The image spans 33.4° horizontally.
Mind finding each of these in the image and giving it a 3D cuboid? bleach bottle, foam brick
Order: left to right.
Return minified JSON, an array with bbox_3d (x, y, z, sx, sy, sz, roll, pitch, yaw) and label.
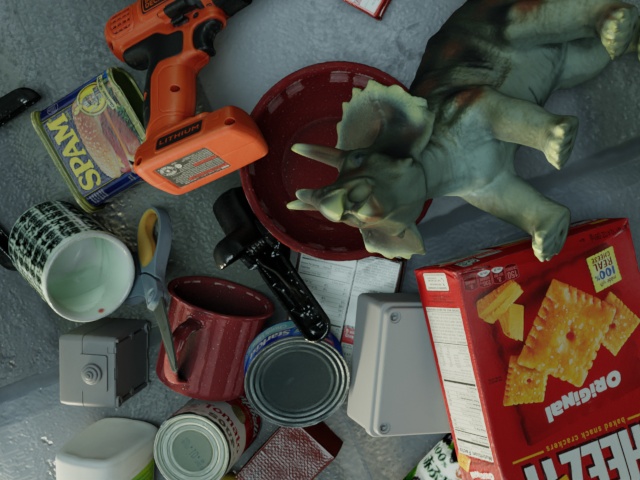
[{"bbox_3d":[-0.189,0.295,0.963,0.068,0.102,0.251,6,105,19],"label":"bleach bottle"},{"bbox_3d":[-0.026,0.190,0.930,0.053,0.051,0.078,44,103,4],"label":"foam brick"}]

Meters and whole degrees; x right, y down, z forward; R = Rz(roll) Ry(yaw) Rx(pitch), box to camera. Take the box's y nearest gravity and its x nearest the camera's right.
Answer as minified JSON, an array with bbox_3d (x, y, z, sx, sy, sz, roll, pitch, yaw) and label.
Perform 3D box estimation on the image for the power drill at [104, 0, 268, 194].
[{"bbox_3d":[-0.090,-0.143,0.853,0.185,0.057,0.187,-24,57,25],"label":"power drill"}]

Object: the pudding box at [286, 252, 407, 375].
[{"bbox_3d":[0.019,0.059,0.911,0.090,0.039,0.113,13,98,10],"label":"pudding box"}]

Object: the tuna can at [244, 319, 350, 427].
[{"bbox_3d":[-0.020,0.108,0.874,0.086,0.034,0.086,-2,114,-5],"label":"tuna can"}]

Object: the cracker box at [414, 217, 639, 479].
[{"bbox_3d":[0.180,0.103,0.829,0.164,0.072,0.214,-15,94,-22],"label":"cracker box"}]

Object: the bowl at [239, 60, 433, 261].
[{"bbox_3d":[0.014,-0.062,0.875,0.162,0.055,0.162,0,86,-4],"label":"bowl"}]

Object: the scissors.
[{"bbox_3d":[-0.145,0.055,0.888,0.016,0.202,0.096,21,128,-28],"label":"scissors"}]

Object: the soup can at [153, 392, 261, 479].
[{"bbox_3d":[-0.095,0.166,0.915,0.068,0.102,0.068,1,97,11],"label":"soup can"}]

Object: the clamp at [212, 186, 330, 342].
[{"bbox_3d":[-0.056,0.001,0.856,0.039,0.171,0.120,-38,131,6],"label":"clamp"}]

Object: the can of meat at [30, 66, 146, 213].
[{"bbox_3d":[-0.186,-0.088,0.926,0.084,0.057,0.102,-29,90,11],"label":"can of meat"}]

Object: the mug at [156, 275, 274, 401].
[{"bbox_3d":[-0.097,0.087,0.901,0.093,0.117,0.081,19,105,15],"label":"mug"}]
